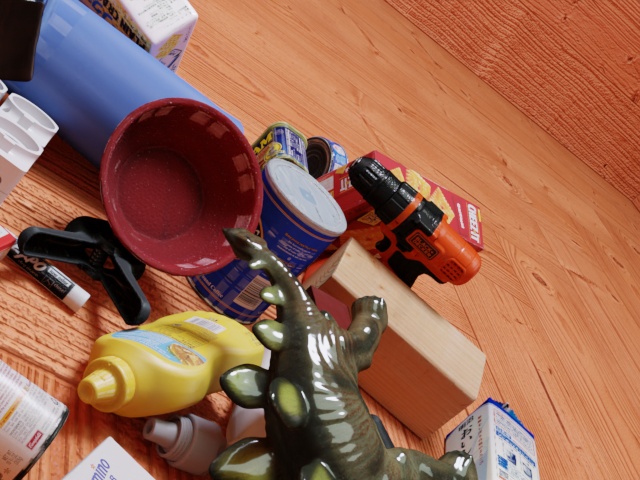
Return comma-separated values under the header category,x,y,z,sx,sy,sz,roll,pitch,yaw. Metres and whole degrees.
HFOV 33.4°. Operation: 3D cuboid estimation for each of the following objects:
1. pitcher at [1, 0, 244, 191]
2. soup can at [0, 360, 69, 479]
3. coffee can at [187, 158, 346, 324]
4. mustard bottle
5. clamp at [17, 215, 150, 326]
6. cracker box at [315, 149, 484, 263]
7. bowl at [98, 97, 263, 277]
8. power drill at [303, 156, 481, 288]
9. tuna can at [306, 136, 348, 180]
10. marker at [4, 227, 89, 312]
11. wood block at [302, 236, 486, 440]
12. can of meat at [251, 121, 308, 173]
category,x,y,z,sx,sy,sz,roll,pitch,yaw
pitcher,-0.207,-0.137,1.058,0.242,0.149,0.145,39,46,-31
soup can,-0.221,0.104,0.681,0.102,0.069,0.068,40,21,-13
coffee can,-0.057,0.001,1.082,0.102,0.140,0.103,37,22,-18
mustard bottle,-0.129,0.100,0.854,0.096,0.058,0.191,20,12,22
clamp,-0.198,0.010,0.917,0.120,0.039,0.171,40,6,-18
cracker box,0.077,-0.019,1.335,0.213,0.164,0.072,25,53,-41
bowl,-0.134,-0.046,0.971,0.161,0.055,0.162,4,83,-33
power drill,0.063,0.013,1.215,0.184,0.188,0.057,44,40,-4
tuna can,-0.004,-0.098,1.456,0.033,0.086,0.086,20,31,-44
marker,-0.243,0.015,0.882,0.121,0.020,0.020,41,21,-9
wood block,0.073,0.108,1.175,0.206,0.091,0.090,41,31,-7
can of meat,-0.060,-0.081,1.298,0.057,0.102,0.084,35,24,-25
